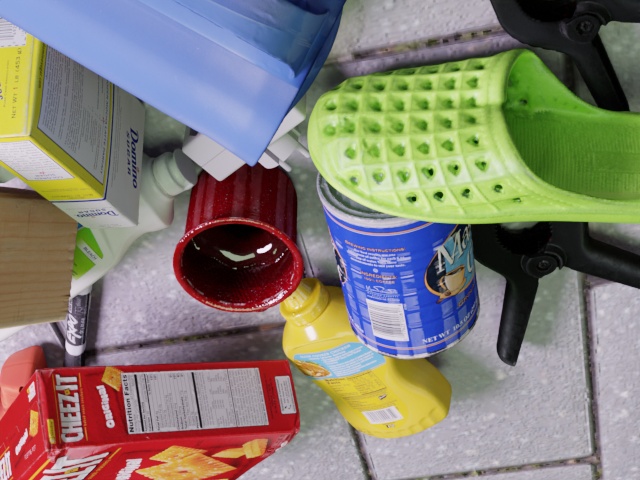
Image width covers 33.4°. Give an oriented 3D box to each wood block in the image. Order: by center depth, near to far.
[{"bbox_3d":[-0.248,0.009,0.668,0.090,0.205,0.091,8,93,19],"label":"wood block"}]

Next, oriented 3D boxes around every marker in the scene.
[{"bbox_3d":[-0.205,0.070,0.898,0.020,0.020,0.121,9,132,-8],"label":"marker"}]

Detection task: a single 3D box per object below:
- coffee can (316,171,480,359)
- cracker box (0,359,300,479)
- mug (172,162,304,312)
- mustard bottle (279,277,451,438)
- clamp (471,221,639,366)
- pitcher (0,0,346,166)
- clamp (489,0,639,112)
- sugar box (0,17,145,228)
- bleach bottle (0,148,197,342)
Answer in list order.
[{"bbox_3d":[0.060,0.002,0.776,0.103,0.103,0.140,-7,132,7],"label":"coffee can"},{"bbox_3d":[-0.146,0.161,0.878,0.213,0.072,0.164,1,152,-30],"label":"cracker box"},{"bbox_3d":[-0.055,0.001,0.791,0.093,0.081,0.117,-10,131,10],"label":"mug"},{"bbox_3d":[0.024,0.092,0.887,0.096,0.058,0.191,-15,132,33],"label":"mustard bottle"},{"bbox_3d":[0.166,0.015,0.831,0.165,0.036,0.209,-33,122,26],"label":"clamp"},{"bbox_3d":[-0.102,-0.145,0.495,0.242,0.145,0.149,27,146,-8],"label":"pitcher"},{"bbox_3d":[0.179,-0.149,0.678,0.171,0.039,0.120,30,128,-24],"label":"clamp"},{"bbox_3d":[-0.159,-0.075,0.664,0.048,0.093,0.176,-1,164,7],"label":"sugar box"},{"bbox_3d":[-0.198,0.004,0.809,0.251,0.068,0.102,-25,126,19],"label":"bleach bottle"}]
